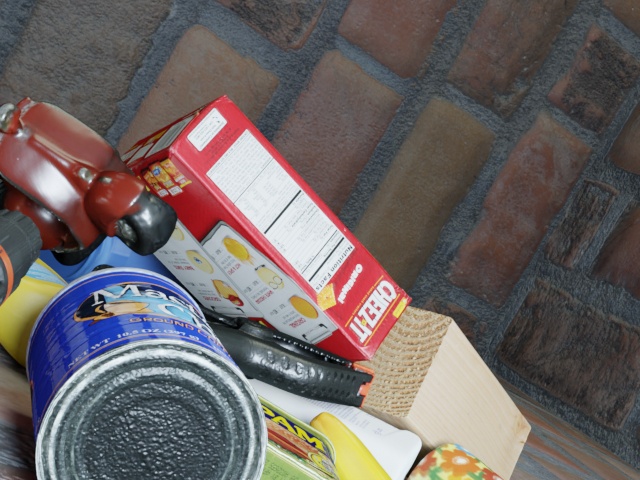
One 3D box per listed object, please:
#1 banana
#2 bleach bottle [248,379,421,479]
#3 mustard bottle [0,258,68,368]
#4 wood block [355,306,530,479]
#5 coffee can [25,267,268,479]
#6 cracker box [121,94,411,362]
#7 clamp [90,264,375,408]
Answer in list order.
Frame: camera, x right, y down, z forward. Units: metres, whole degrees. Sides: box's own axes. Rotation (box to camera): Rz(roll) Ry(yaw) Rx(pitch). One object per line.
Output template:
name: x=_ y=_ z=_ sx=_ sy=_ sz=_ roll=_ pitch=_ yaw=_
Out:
banana: x=0.055 y=0.182 z=0.657 sx=0.198 sy=0.037 sz=0.069 roll=41 pitch=-34 yaw=46
bleach bottle: x=-0.051 y=0.119 z=0.799 sx=0.251 sy=0.068 sz=0.102 roll=28 pitch=1 yaw=12
mustard bottle: x=-0.197 y=0.038 z=0.700 sx=0.192 sy=0.058 sz=0.096 roll=31 pitch=-5 yaw=40
wood block: x=0.093 y=0.143 z=0.906 sx=0.090 sy=0.090 sz=0.206 roll=12 pitch=-25 yaw=36
coffee can: x=-0.092 y=0.078 z=0.532 sx=0.102 sy=0.103 sz=0.140 roll=29 pitch=2 yaw=-20
cracker box: x=-0.055 y=0.001 z=0.820 sx=0.213 sy=0.072 sz=0.164 roll=47 pitch=-28 yaw=-16
clamp: x=-0.053 y=0.073 z=0.720 sx=0.209 sy=0.036 sz=0.165 roll=22 pitch=3 yaw=-16
